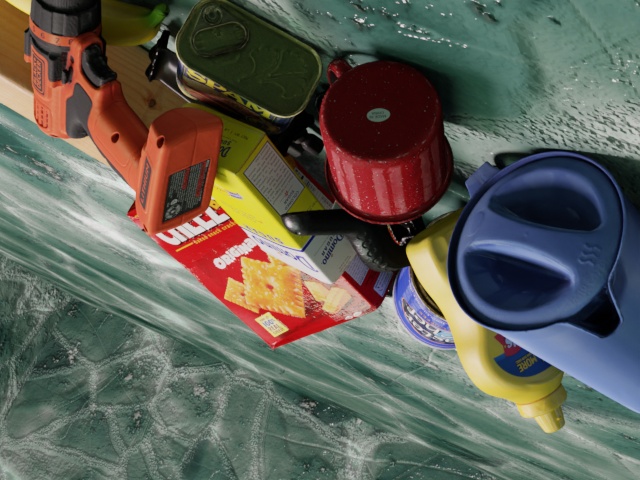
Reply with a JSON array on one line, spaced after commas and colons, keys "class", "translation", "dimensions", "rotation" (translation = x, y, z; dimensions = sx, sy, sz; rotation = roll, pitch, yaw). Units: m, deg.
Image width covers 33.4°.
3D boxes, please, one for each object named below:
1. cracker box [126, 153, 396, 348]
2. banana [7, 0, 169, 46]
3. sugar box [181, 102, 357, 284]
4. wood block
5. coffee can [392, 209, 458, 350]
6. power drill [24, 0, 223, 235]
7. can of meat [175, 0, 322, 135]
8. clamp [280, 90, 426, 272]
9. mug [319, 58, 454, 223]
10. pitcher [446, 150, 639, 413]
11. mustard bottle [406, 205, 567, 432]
[{"class": "cracker box", "translation": [-0.057, 0.001, 1.032], "dimensions": [0.213, 0.072, 0.164], "rotation": [44, 138, -21]}, {"class": "banana", "translation": [-0.201, -0.194, 0.836], "dimensions": [0.198, 0.037, 0.070], "rotation": [22, 143, 10]}, {"class": "sugar box", "translation": [-0.046, -0.034, 0.851], "dimensions": [0.093, 0.048, 0.176], "rotation": [26, 163, 38]}, {"class": "wood block", "translation": [-0.208, -0.137, 0.936], "dimensions": [0.206, 0.091, 0.090], "rotation": [32, 166, -22]}, {"class": "coffee can", "translation": [0.123, 0.039, 0.966], "dimensions": [0.103, 0.102, 0.140], "rotation": [25, 167, 4]}, {"class": "power drill", "translation": [-0.146, -0.110, 0.766], "dimensions": [0.188, 0.057, 0.185], "rotation": [47, 145, 26]}, {"class": "can of meat", "translation": [-0.056, -0.123, 0.781], "dimensions": [0.102, 0.057, 0.084], "rotation": [28, 170, -6]}, {"class": "clamp", "translation": [0.031, -0.020, 0.828], "dimensions": [0.039, 0.120, 0.171], "rotation": [-2, 141, 44]}, {"class": "mug", "translation": [0.038, -0.079, 0.736], "dimensions": [0.117, 0.093, 0.081], "rotation": [60, 176, 24]}, {"class": "pitcher", "translation": [0.206, 0.038, 0.794], "dimensions": [0.145, 0.149, 0.242], "rotation": [-6, 152, 40]}, {"class": "mustard bottle", "translation": [0.147, 0.067, 0.854], "dimensions": [0.058, 0.096, 0.191], "rotation": [-18, 100, 56]}]
